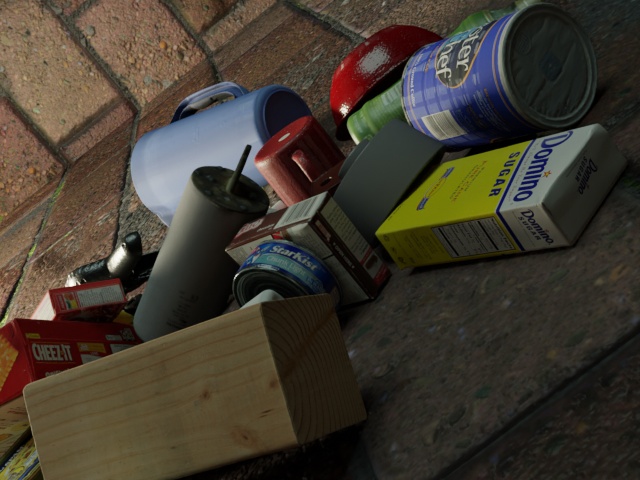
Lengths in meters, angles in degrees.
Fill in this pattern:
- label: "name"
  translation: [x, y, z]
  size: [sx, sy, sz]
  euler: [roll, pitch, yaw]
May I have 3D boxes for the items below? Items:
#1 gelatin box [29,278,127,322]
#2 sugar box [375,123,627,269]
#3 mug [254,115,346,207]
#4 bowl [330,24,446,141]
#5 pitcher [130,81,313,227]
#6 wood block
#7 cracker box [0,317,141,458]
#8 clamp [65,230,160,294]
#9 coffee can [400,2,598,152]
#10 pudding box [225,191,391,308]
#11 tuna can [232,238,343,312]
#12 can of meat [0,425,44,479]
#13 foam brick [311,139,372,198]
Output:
- label: "gelatin box"
  translation: [-0.236, 0.073, 1.028]
  size: [0.073, 0.030, 0.089]
  euler: [-8, -24, -35]
- label: "sugar box"
  translation: [0.129, -0.030, 0.790]
  size: [0.177, 0.048, 0.093]
  euler: [-15, 28, 54]
- label: "mug"
  translation: [-0.015, -0.075, 1.129]
  size: [0.093, 0.081, 0.117]
  euler: [-38, 17, 3]
- label: "bowl"
  translation: [0.065, -0.177, 1.130]
  size: [0.162, 0.055, 0.162]
  euler: [-36, -10, -7]
- label: "pitcher"
  translation: [-0.122, -0.123, 1.375]
  size: [0.243, 0.149, 0.144]
  euler: [-18, 15, 41]
- label: "wood block"
  translation: [-0.088, 0.109, 0.716]
  size: [0.206, 0.090, 0.090]
  euler: [-21, -9, 29]
- label: "cracker box"
  translation: [-0.293, 0.148, 1.012]
  size: [0.214, 0.072, 0.164]
  euler: [-30, -20, 25]
- label: "clamp"
  translation: [-0.186, 0.029, 1.067]
  size: [0.172, 0.120, 0.039]
  euler: [-24, 67, 42]
- label: "coffee can"
  translation: [0.150, -0.135, 0.913]
  size: [0.102, 0.102, 0.141]
  euler: [-47, 19, -25]
- label: "pudding box"
  translation: [-0.012, 0.017, 0.881]
  size: [0.114, 0.090, 0.039]
  euler: [-18, 28, 47]
- label: "tuna can"
  translation: [-0.027, 0.042, 0.856]
  size: [0.086, 0.086, 0.033]
  euler: [-20, 27, 46]
- label: "can of meat"
  translation: [-0.238, 0.203, 0.927]
  size: [0.084, 0.057, 0.102]
  euler: [-13, 30, 51]
- label: "foam brick"
  translation: [0.037, -0.049, 1.010]
  size: [0.078, 0.051, 0.053]
  euler: [-35, 18, 12]
